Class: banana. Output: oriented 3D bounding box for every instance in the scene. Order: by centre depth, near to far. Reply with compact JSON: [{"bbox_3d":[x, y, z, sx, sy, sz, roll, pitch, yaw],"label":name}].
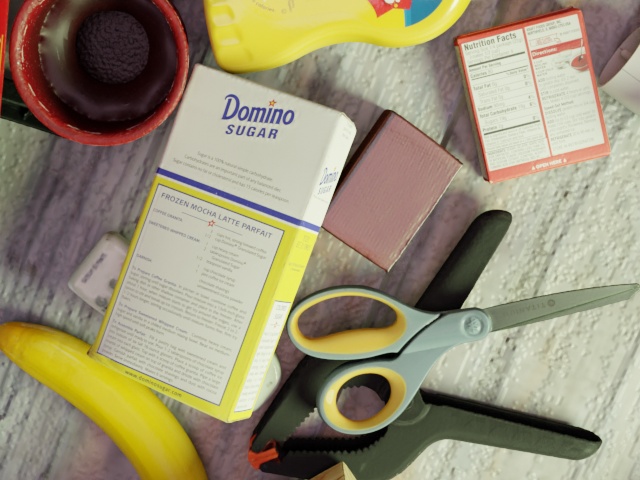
[{"bbox_3d":[-0.120,0.122,0.653,0.069,0.037,0.198,-31,98,4],"label":"banana"}]

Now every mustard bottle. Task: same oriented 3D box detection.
[{"bbox_3d":[0.029,-0.155,0.600,0.191,0.058,0.096,-9,94,1],"label":"mustard bottle"}]

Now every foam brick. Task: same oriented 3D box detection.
[{"bbox_3d":[0.039,-0.031,0.622,0.051,0.053,0.078,34,98,-5],"label":"foam brick"}]

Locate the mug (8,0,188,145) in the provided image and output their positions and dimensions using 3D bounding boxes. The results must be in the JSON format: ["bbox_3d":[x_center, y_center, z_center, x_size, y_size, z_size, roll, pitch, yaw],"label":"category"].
[{"bbox_3d":[-0.110,-0.115,0.589,0.093,0.081,0.117,33,102,-10],"label":"mug"}]

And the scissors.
[{"bbox_3d":[0.079,0.067,0.616,0.202,0.016,0.096,3,95,4],"label":"scissors"}]

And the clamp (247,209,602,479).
[{"bbox_3d":[0.051,0.081,0.647,0.210,0.036,0.164,-16,98,2],"label":"clamp"}]

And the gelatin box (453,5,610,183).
[{"bbox_3d":[0.123,-0.085,0.625,0.073,0.030,0.089,-14,99,3],"label":"gelatin box"}]

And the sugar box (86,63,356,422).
[{"bbox_3d":[-0.054,0.001,0.591,0.093,0.048,0.176,21,89,16],"label":"sugar box"}]
